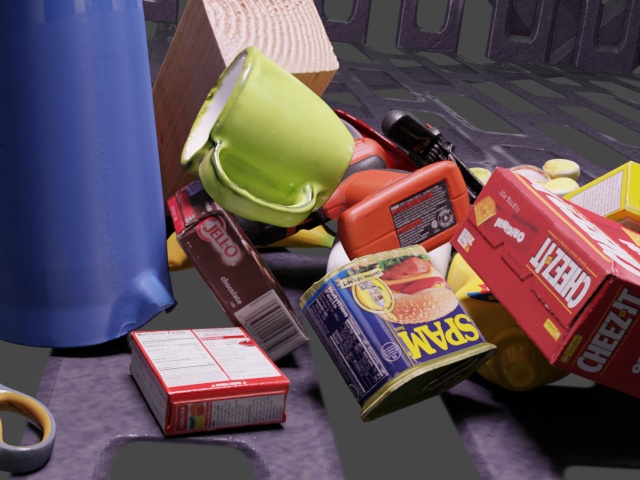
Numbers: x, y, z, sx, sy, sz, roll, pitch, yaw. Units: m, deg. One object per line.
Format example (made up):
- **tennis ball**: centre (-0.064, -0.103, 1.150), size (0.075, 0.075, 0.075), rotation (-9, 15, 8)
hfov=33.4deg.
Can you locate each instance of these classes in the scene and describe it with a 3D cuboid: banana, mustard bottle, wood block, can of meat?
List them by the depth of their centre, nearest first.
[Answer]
- **can of meat**: centre (0.047, 0.055, 0.661), size (0.101, 0.058, 0.084), rotation (-10, 61, -46)
- **mustard bottle**: centre (0.136, 0.058, 0.753), size (0.096, 0.058, 0.191), rotation (15, 17, 3)
- **wood block**: centre (-0.074, -0.110, 0.858), size (0.090, 0.206, 0.090), rotation (-8, 66, -28)
- **banana**: centre (-0.065, -0.004, 0.917), size (0.197, 0.037, 0.070), rotation (-7, 20, -40)

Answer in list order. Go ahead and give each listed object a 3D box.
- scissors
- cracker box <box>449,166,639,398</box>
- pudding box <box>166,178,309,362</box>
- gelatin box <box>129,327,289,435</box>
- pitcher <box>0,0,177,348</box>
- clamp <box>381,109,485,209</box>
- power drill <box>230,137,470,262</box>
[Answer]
- **scissors**: centre (-0.213, 0.081, 0.603), size (0.096, 0.016, 0.202), rotation (-5, 20, -34)
- **cracker box**: centre (0.211, 0.043, 0.681), size (0.213, 0.072, 0.164), rotation (22, 17, -23)
- **pudding box**: centre (-0.058, 0.019, 0.719), size (0.039, 0.113, 0.090), rotation (-31, 22, -1)
- **gelatin box**: centre (-0.069, 0.082, 0.637), size (0.073, 0.030, 0.089), rotation (-2, 18, -24)
- **pitcher**: centre (-0.177, -0.063, 0.706), size (0.149, 0.243, 0.145), rotation (-4, 19, -11)
- **clamp**: centre (0.104, -0.069, 0.925), size (0.120, 0.039, 0.171), rotation (49, 12, -2)
- **power drill**: centre (0.007, -0.022, 0.799), size (0.184, 0.057, 0.188), rotation (-28, 23, -22)
